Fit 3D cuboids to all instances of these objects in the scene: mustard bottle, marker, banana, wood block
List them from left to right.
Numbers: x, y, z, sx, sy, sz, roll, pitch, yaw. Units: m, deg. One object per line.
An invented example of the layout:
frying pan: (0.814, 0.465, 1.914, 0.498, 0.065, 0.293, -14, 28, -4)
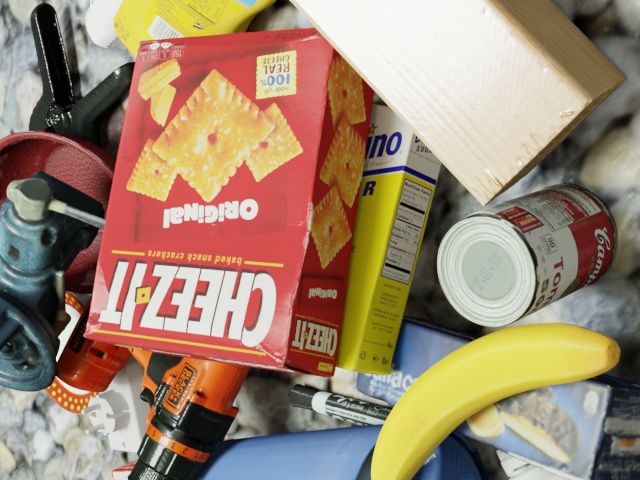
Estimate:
mustard bottle: (-0.073, -0.201, 0.779, 0.096, 0.058, 0.192, 39, 127, -1)
marker: (0.023, 0.130, 0.821, 0.121, 0.020, 0.020, 8, 107, 39)
wood block: (0.069, -0.132, 0.631, 0.206, 0.090, 0.091, 48, 122, 7)
banana: (0.089, 0.096, 0.626, 0.198, 0.037, 0.070, -46, 55, 31)

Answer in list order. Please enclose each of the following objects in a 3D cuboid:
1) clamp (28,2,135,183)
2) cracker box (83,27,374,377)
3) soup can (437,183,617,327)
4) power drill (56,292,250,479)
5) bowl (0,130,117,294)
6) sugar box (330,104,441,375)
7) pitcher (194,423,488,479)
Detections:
clamp: (-0.230, -0.123, 0.955, 0.120, 0.039, 0.172, 46, 127, 20)
cracker box: (-0.060, -0.028, 0.703, 0.164, 0.072, 0.213, 4, 80, 32)
soup can: (0.125, 0.007, 0.641, 0.069, 0.102, 0.068, 12, 110, 38)
power drill: (-0.143, 0.121, 0.866, 0.188, 0.057, 0.184, 26, 86, 45)
bowl: (-0.217, -0.034, 0.937, 0.162, 0.055, 0.162, 11, 124, 16)
sugar box: (0.022, -0.004, 0.720, 0.094, 0.048, 0.176, 9, 86, 43)
pitcher: (-0.009, 0.203, 0.774, 0.243, 0.149, 0.145, -14, 57, 50)
